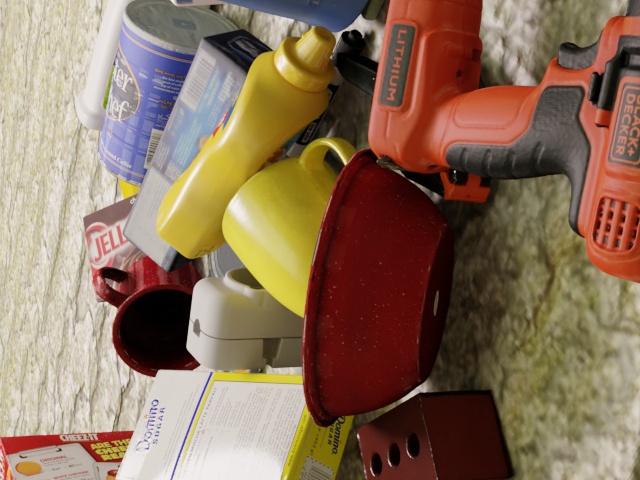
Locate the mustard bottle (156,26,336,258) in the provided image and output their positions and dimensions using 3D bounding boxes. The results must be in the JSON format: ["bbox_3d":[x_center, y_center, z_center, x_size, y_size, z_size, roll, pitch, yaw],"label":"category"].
[{"bbox_3d":[-0.045,-0.074,0.744,0.192,0.058,0.096,-50,3,38],"label":"mustard bottle"}]

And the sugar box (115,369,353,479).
[{"bbox_3d":[-0.062,0.142,0.752,0.177,0.048,0.093,-6,56,45],"label":"sugar box"}]

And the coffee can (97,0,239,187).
[{"bbox_3d":[-0.135,-0.129,0.943,0.103,0.102,0.140,57,137,47],"label":"coffee can"}]

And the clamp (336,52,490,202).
[{"bbox_3d":[0.064,-0.101,0.636,0.171,0.039,0.120,63,146,37],"label":"clamp"}]

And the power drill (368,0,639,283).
[{"bbox_3d":[0.108,-0.087,0.501,0.188,0.057,0.184,20,102,50],"label":"power drill"}]

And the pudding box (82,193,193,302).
[{"bbox_3d":[-0.179,0.005,1.044,0.114,0.039,0.090,-19,78,34],"label":"pudding box"}]

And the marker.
[{"bbox_3d":[0.002,-0.106,0.772,0.121,0.020,0.020,-57,41,45],"label":"marker"}]

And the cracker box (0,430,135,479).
[{"bbox_3d":[-0.205,0.264,1.002,0.214,0.163,0.072,41,123,55],"label":"cracker box"}]

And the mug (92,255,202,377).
[{"bbox_3d":[-0.151,0.058,0.953,0.093,0.117,0.081,-57,22,15],"label":"mug"}]

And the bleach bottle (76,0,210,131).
[{"bbox_3d":[-0.153,-0.217,0.980,0.068,0.102,0.251,-109,32,-52],"label":"bleach bottle"}]

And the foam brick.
[{"bbox_3d":[0.063,0.122,0.615,0.078,0.051,0.053,-45,50,53],"label":"foam brick"}]

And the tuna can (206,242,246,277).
[{"bbox_3d":[-0.056,0.001,0.846,0.086,0.033,0.086,-27,56,51],"label":"tuna can"}]

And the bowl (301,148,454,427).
[{"bbox_3d":[0.040,0.031,0.608,0.162,0.055,0.162,9,-90,-74],"label":"bowl"}]
